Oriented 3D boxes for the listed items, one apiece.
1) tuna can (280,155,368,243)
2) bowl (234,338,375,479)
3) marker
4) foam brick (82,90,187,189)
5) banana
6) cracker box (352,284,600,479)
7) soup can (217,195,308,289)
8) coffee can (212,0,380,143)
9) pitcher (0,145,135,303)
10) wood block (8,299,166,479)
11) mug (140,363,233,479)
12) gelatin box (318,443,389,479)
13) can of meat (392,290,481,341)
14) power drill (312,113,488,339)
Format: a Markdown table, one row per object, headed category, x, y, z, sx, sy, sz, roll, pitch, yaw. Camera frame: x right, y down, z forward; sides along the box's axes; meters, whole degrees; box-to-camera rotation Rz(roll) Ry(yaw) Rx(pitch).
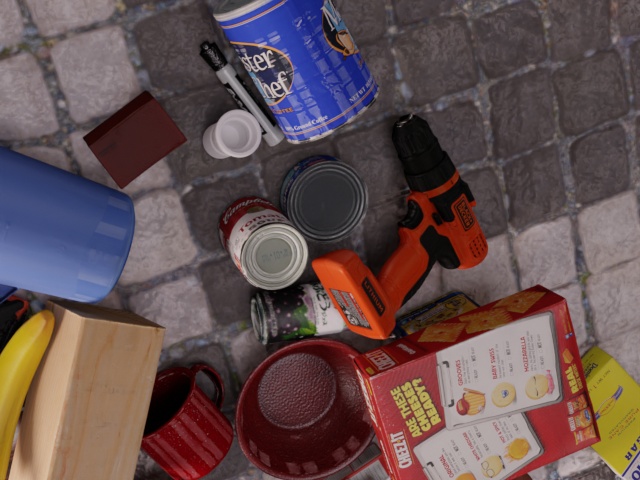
| category | x | y | z | sx | sy | sz | roll | pitch | yaw |
| --- | --- | --- | --- | --- | --- | --- | --- | --- | --- |
| tuna can | 0.003 | -0.042 | 1.077 | 0.086 | 0.034 | 0.086 | -5 | 108 | -16 |
| bowl | -0.017 | 0.169 | 1.124 | 0.162 | 0.055 | 0.162 | -5 | 108 | -16 |
| marker | -0.076 | -0.142 | 1.029 | 0.020 | 0.020 | 0.121 | -39 | 114 | -3 |
| foam brick | -0.174 | -0.095 | 0.995 | 0.078 | 0.051 | 0.053 | -37 | 113 | -4 |
| banana | -0.289 | 0.158 | 0.991 | 0.037 | 0.070 | 0.198 | 19 | 82 | -49 |
| cracker box | 0.158 | 0.159 | 1.072 | 0.213 | 0.072 | 0.164 | -20 | 106 | -10 |
| soup can | -0.057 | 0.001 | 1.034 | 0.068 | 0.102 | 0.068 | -5 | 108 | -16 |
| coffee can | -0.021 | -0.176 | 0.991 | 0.102 | 0.103 | 0.140 | -33 | 114 | -6 |
| pitcher | -0.298 | -0.015 | 0.943 | 0.242 | 0.145 | 0.149 | 18 | 141 | -25 |
| wood block | -0.224 | 0.169 | 1.012 | 0.090 | 0.091 | 0.206 | 12 | 91 | -35 |
| mug | -0.136 | 0.180 | 1.080 | 0.081 | 0.093 | 0.117 | 53 | 50 | -28 |
| gelatin box | 0.044 | 0.281 | 1.192 | 0.089 | 0.030 | 0.073 | -32 | 115 | -6 |
| can of meat | 0.134 | 0.102 | 1.136 | 0.102 | 0.084 | 0.057 | -23 | 112 | -10 |
| power drill | 0.079 | -0.008 | 1.067 | 0.187 | 0.057 | 0.184 | -43 | 117 | -25 |
